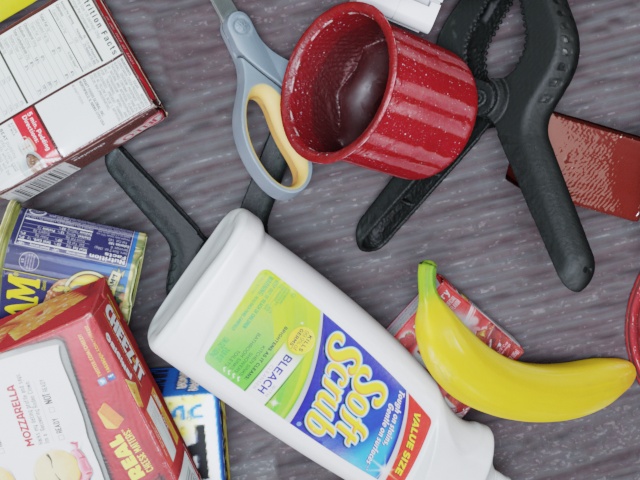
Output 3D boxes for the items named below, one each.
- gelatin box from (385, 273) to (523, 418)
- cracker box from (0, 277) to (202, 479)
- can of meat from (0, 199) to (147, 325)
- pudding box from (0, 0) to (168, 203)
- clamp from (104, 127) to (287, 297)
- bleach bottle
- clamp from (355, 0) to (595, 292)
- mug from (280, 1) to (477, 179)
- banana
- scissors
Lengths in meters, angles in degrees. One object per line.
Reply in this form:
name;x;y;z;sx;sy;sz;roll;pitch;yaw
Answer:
gelatin box;0.076;0.079;0.703;0.073;0.030;0.089;40;97;-10
cracker box;-0.188;0.139;0.612;0.214;0.072;0.164;-22;107;4
can of meat;-0.156;0.031;0.657;0.084;0.057;0.102;12;132;-8
pudding box;-0.163;-0.088;0.645;0.113;0.039;0.090;-30;84;2
clamp;-0.054;0.001;0.678;0.120;0.039;0.171;-18;99;7
bleach bottle;0.023;0.091;0.654;0.250;0.068;0.102;35;92;-15
clamp;0.111;-0.074;0.633;0.036;0.165;0.210;12;96;-49
mug;0.031;-0.089;0.629;0.081;0.117;0.093;13;118;-42
banana;0.124;0.079;0.666;0.197;0.037;0.069;26;96;-32
scissors;-0.033;-0.124;0.658;0.096;0.016;0.202;-10;81;-34
